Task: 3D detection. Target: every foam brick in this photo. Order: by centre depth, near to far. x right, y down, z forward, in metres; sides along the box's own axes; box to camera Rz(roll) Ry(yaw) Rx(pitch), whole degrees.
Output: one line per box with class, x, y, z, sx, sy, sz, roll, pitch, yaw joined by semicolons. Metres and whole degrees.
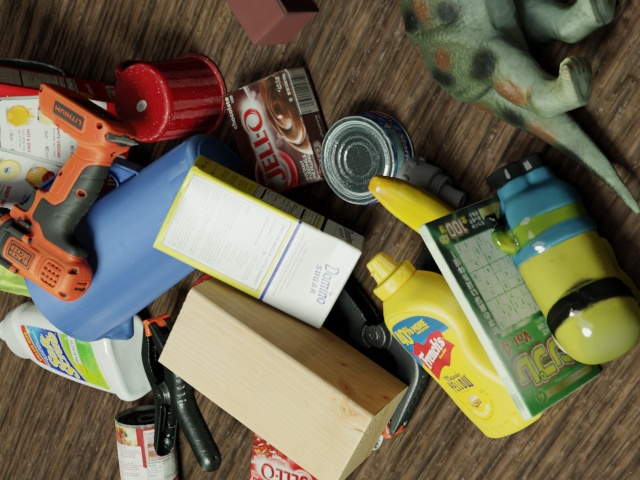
foam brick;-0.051;-0.232;1.021;0.051;0.052;0.078;-40;75;36

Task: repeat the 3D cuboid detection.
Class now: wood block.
wood block;-0.035;0.124;1.000;0.206;0.090;0.091;33;114;16

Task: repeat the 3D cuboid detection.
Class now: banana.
banana;0.122;0.007;0.923;0.198;0.069;0.037;44;107;-3

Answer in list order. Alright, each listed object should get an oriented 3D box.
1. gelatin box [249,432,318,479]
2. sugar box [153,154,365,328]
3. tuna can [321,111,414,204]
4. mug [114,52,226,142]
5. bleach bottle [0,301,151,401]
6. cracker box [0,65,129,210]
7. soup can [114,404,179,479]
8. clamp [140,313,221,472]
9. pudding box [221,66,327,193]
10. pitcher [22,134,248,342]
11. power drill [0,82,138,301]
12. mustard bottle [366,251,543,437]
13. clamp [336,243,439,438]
gelatin box;-0.032;0.237;1.129;0.089;0.030;0.073;19;111;33
sugar box;-0.057;0.001;0.998;0.176;0.048;0.093;26;113;-5
tuna can;0.043;-0.077;0.998;0.086;0.033;0.086;9;106;35
mug;-0.166;-0.153;1.107;0.117;0.081;0.093;42;122;22
bleach bottle;-0.304;0.126;1.287;0.251;0.068;0.102;2;118;41
cracker box;-0.322;-0.101;1.158;0.072;0.213;0.164;-121;44;-54
soup can;-0.199;0.249;1.234;0.069;0.068;0.102;5;104;36
clamp;-0.163;0.166;1.149;0.120;0.039;0.171;-16;89;49
pudding box;-0.040;-0.105;1.051;0.090;0.039;0.113;-15;91;38
pitcher;-0.189;-0.013;1.105;0.243;0.149;0.145;-33;57;24
power drill;-0.274;-0.056;1.060;0.185;0.057;0.188;30;102;22
mustard bottle;0.112;0.084;0.931;0.191;0.058;0.096;47;152;0
clamp;0.051;0.083;1.027;0.165;0.036;0.210;6;101;36
